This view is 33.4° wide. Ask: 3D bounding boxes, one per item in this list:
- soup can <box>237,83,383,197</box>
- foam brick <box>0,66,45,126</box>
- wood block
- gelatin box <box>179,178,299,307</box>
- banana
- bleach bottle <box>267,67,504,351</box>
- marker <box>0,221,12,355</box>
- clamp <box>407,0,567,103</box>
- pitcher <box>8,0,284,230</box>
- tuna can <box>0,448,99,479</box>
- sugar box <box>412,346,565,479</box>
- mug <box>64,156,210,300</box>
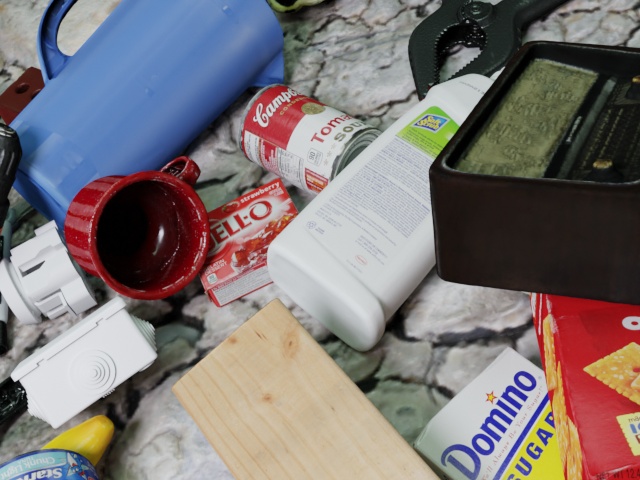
[{"bbox_3d":[-0.006,-0.074,0.835,0.102,0.068,0.068,29,66,34],"label":"soup can"},{"bbox_3d":[-0.241,-0.113,0.955,0.078,0.051,0.053,22,62,31],"label":"foam brick"},{"bbox_3d":[0.010,0.143,0.636,0.090,0.090,0.206,-40,51,-6],"label":"wood block"},{"bbox_3d":[-0.055,0.001,0.816,0.089,0.030,0.073,-25,49,-3],"label":"gelatin box"},{"bbox_3d":[-0.226,0.176,0.710,0.197,0.070,0.037,-21,59,-14],"label":"banana"},{"bbox_3d":[0.077,-0.040,0.782,0.103,0.068,0.250,38,65,16],"label":"bleach bottle"},{"bbox_3d":[-0.257,0.038,0.851,0.020,0.020,0.121,-13,57,8],"label":"marker"},{"bbox_3d":[0.125,-0.188,0.900,0.165,0.036,0.209,24,66,27],"label":"clamp"},{"bbox_3d":[-0.160,-0.129,0.885,0.149,0.145,0.242,30,69,31],"label":"pitcher"},{"bbox_3d":[-0.181,0.174,0.684,0.086,0.086,0.034,-29,48,-6],"label":"tuna can"},{"bbox_3d":[0.146,0.146,0.624,0.093,0.048,0.176,-42,53,-16],"label":"sugar box"},{"bbox_3d":[-0.134,-0.016,0.796,0.117,0.093,0.082,-56,28,-14],"label":"mug"}]
